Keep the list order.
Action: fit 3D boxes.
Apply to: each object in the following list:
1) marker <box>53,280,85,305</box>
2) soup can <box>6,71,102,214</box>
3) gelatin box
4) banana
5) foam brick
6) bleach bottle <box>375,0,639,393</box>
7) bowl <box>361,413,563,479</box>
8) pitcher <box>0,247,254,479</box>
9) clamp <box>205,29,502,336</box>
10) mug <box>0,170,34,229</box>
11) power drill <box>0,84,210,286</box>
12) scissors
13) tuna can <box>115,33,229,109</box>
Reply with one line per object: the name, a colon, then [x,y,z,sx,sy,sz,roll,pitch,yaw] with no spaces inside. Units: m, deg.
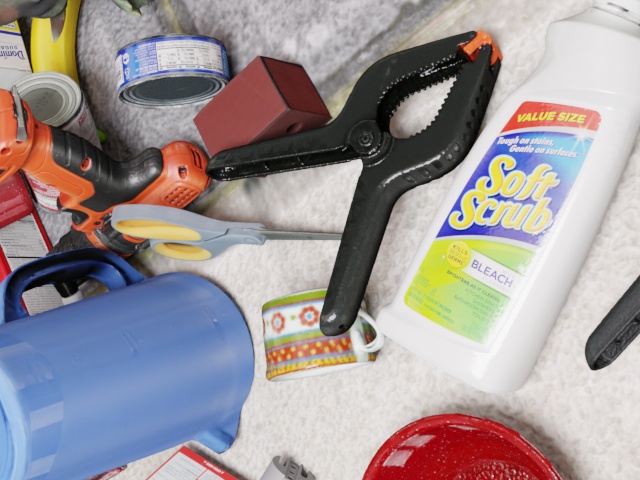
marker: [-0.188,0.068,0.860,0.020,0.020,0.121,2,125,36]
soup can: [-0.213,-0.077,0.859,0.069,0.068,0.102,44,158,28]
gelatin box: [-0.105,0.205,0.797,0.073,0.089,0.030,22,137,34]
banana: [-0.216,-0.178,0.918,0.070,0.037,0.198,-3,90,9]
foam brick: [-0.043,-0.088,0.777,0.078,0.052,0.051,-39,68,29]
bleach bottle: [0.127,-0.038,0.649,0.103,0.068,0.251,29,104,32]
bowl: [0.101,0.186,0.666,0.162,0.055,0.162,-1,89,36]
pitcher: [-0.169,0.093,0.744,0.149,0.242,0.145,11,101,27]
clamp: [0.038,-0.049,0.692,0.210,0.036,0.165,-36,62,11]
mug: [-0.292,-0.047,0.879,0.117,0.081,0.093,40,152,54]
power drill: [-0.203,-0.033,0.812,0.185,0.187,0.057,-37,56,26]
scissors: [-0.055,0.001,0.797,0.202,0.096,0.016,8,71,7]
tuna can: [-0.112,-0.127,0.808,0.086,0.085,0.034,-13,80,35]
